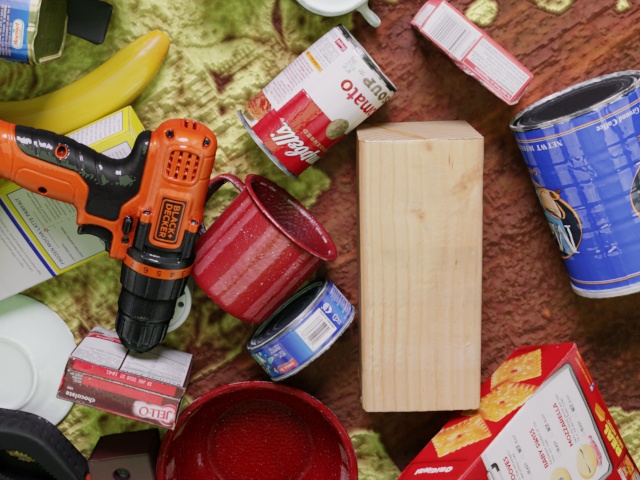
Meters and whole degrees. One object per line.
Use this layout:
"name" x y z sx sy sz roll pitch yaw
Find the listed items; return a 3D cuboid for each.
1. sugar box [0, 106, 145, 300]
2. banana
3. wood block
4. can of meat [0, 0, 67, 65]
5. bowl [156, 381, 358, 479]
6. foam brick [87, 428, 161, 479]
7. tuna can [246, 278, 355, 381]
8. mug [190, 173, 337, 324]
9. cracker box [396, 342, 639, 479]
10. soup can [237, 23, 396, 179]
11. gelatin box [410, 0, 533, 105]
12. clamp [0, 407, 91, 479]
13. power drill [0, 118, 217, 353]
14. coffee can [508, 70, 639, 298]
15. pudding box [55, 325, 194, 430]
"sugar box" -0.203 -0.024 0.817 0.176 0.048 0.093 -21 125 7
"banana" -0.206 -0.108 0.811 0.198 0.037 0.069 -10 105 3
"wood block" 0.073 0.018 0.816 0.090 0.091 0.206 -2 104 0
"can of meat" -0.222 -0.151 0.719 0.084 0.102 0.057 8 103 -3
"bowl" -0.051 0.182 0.875 0.162 0.055 0.162 0 104 0
"foam brick" -0.156 0.203 0.882 0.053 0.051 0.078 -8 104 2
"tuna can" -0.016 0.068 0.831 0.086 0.086 0.033 -39 100 9
"mug" -0.055 0.001 0.819 0.081 0.093 0.117 -46 74 15
"cracker box" 0.152 0.204 0.813 0.213 0.072 0.164 -39 106 -36
"soup can" -0.002 -0.104 0.796 0.102 0.068 0.068 -40 101 9
"gelatin box" 0.110 -0.140 0.785 0.089 0.073 0.030 38 102 -10
"clamp" -0.275 0.152 0.858 0.210 0.036 0.165 22 128 -9
"power drill" -0.179 -0.014 0.762 0.187 0.057 0.184 12 110 -14
"coffee can" 0.213 -0.042 0.795 0.103 0.103 0.140 -23 103 5
"pudding box" -0.147 0.105 0.825 0.090 0.113 0.039 18 97 -4
